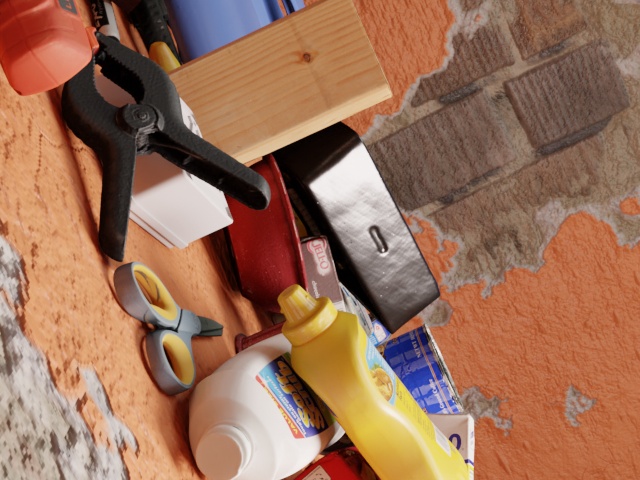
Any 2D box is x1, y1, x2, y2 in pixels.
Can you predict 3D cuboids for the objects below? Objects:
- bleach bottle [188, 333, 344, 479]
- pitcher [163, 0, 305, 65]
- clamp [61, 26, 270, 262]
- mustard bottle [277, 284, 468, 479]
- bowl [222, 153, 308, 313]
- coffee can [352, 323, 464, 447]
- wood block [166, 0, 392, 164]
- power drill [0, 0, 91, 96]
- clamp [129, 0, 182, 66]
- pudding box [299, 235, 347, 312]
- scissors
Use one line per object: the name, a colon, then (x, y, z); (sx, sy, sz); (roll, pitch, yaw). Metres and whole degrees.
bleach bottle: (-0.038, 0.127, 0.737); (0.102, 0.068, 0.250); (63, 8, 1)
pitcher: (-0.111, -0.289, 1.160); (0.243, 0.149, 0.145); (73, -7, -62)
clamp: (-0.125, -0.064, 0.697); (0.171, 0.120, 0.039); (48, -40, 16)
mustard bottle: (0.032, 0.110, 0.763); (0.191, 0.058, 0.096); (54, 10, -14)
bowl: (-0.056, 0.001, 0.982); (0.162, 0.055, 0.162); (166, -90, -82)
coffee can: (0.069, 0.163, 1.144); (0.102, 0.140, 0.103); (-25, 90, -84)
wood block: (-0.051, -0.123, 0.906); (0.090, 0.206, 0.091); (-27, 93, -84)
power drill: (-0.185, -0.146, 0.537); (0.187, 0.057, 0.184); (51, 16, -68)
clamp: (-0.175, -0.238, 1.062); (0.164, 0.036, 0.210); (77, -8, -76)
pudding box: (-0.004, 0.051, 1.040); (0.090, 0.039, 0.113); (-177, -107, -81)
scissors: (-0.089, 0.073, 0.726); (0.201, 0.016, 0.096); (54, 15, -64)
